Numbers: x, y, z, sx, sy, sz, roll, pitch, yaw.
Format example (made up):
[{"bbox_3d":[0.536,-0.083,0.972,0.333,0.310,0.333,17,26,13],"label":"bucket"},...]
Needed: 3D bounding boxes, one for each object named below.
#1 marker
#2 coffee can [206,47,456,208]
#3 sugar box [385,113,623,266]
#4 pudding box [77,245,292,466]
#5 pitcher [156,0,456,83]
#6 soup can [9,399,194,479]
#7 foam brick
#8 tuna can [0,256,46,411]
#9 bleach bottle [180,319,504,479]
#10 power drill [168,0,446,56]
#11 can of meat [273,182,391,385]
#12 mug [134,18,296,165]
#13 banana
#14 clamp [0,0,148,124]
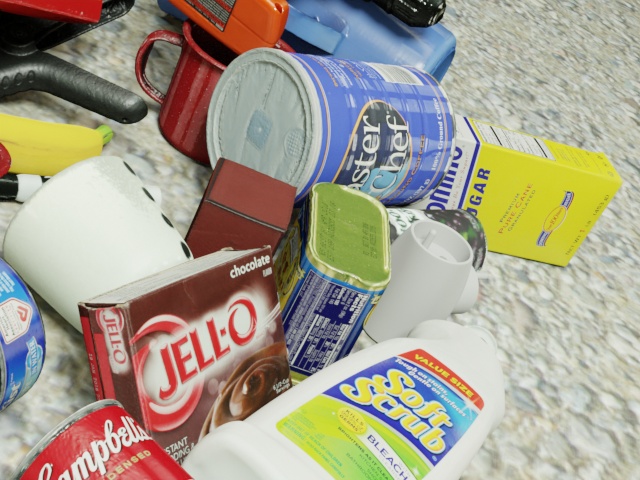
[{"bbox_3d":[-0.158,-0.030,0.666,0.120,0.020,0.020,4,38,-31],"label":"marker"},{"bbox_3d":[0.009,-0.072,0.720,0.140,0.103,0.103,-3,42,-45],"label":"coffee can"},{"bbox_3d":[0.134,-0.039,0.823,0.176,0.093,0.048,9,35,-25],"label":"sugar box"},{"bbox_3d":[-0.064,0.059,0.538,0.039,0.090,0.113,0,14,34],"label":"pudding box"},{"bbox_3d":[-0.012,-0.190,0.904,0.243,0.145,0.149,35,59,7],"label":"pitcher"},{"bbox_3d":[-0.076,0.126,0.452,0.102,0.069,0.068,40,34,19],"label":"soup can"},{"bbox_3d":[-0.054,0.001,0.642,0.051,0.078,0.053,22,34,-8],"label":"foam brick"},{"bbox_3d":[-0.169,0.043,0.488,0.086,0.086,0.033,34,30,11],"label":"tuna can"},{"bbox_3d":[0.034,0.097,0.579,0.102,0.068,0.250,43,32,10],"label":"bleach bottle"},{"bbox_3d":[-0.014,-0.197,0.791,0.184,0.057,0.187,38,42,11],"label":"power drill"},{"bbox_3d":[0.002,0.024,0.641,0.057,0.084,0.102,19,32,-11],"label":"can of meat"},{"bbox_3d":[-0.080,-0.112,0.782,0.117,0.082,0.093,21,32,-9],"label":"mug"},{"bbox_3d":[-0.220,-0.069,0.666,0.197,0.037,0.070,11,11,-28],"label":"banana"},{"bbox_3d":[-0.199,-0.122,0.729,0.171,0.039,0.120,-11,54,-19],"label":"clamp"}]
